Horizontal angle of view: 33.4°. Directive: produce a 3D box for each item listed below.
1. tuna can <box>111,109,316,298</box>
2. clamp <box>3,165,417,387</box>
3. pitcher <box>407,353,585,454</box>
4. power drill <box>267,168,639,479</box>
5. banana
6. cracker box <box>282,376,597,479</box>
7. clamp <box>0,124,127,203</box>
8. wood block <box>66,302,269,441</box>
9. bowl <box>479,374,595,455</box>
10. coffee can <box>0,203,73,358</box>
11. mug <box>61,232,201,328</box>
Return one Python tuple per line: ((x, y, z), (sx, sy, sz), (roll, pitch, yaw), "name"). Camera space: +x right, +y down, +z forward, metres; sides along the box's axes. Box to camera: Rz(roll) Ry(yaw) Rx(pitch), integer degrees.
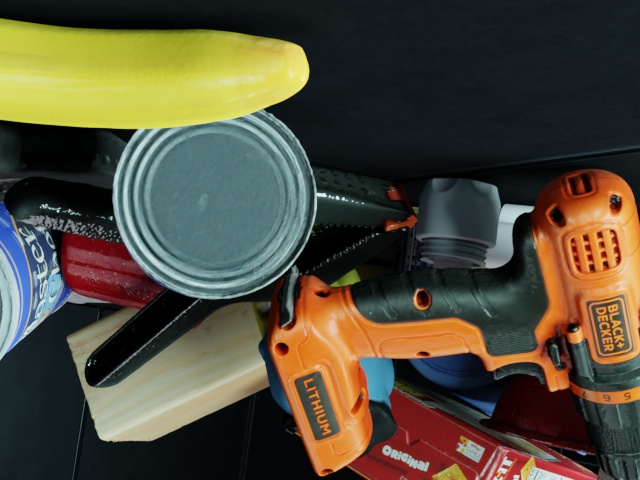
((-0.047, -0.017, 0.462), (0.086, 0.086, 0.034), (9, 174, -10), "tuna can")
((-0.054, 0.001, 0.569), (0.210, 0.036, 0.164), (-19, 141, 0), "clamp")
((0.154, 0.088, 0.871), (0.149, 0.145, 0.242), (8, 171, 25), "pitcher")
((0.079, 0.064, 0.538), (0.188, 0.184, 0.057), (-13, -152, 10), "power drill")
((-0.105, -0.062, 0.365), (0.197, 0.037, 0.070), (8, 174, -5), "banana")
((0.097, 0.162, 0.807), (0.164, 0.072, 0.213), (25, 178, 37), "cracker box")
((-0.157, -0.041, 0.534), (0.171, 0.039, 0.120), (-3, 174, -35), "clamp")
((-0.078, 0.075, 0.830), (0.206, 0.090, 0.090), (-26, 163, 12), "wood block")
((0.191, 0.112, 0.717), (0.162, 0.055, 0.162), (9, 176, 1), "bowl")
((-0.210, 0.019, 0.640), (0.103, 0.103, 0.140), (7, -168, 2), "coffee can")
((-0.108, -0.006, 0.656), (0.081, 0.093, 0.117), (11, 143, 11), "mug")
